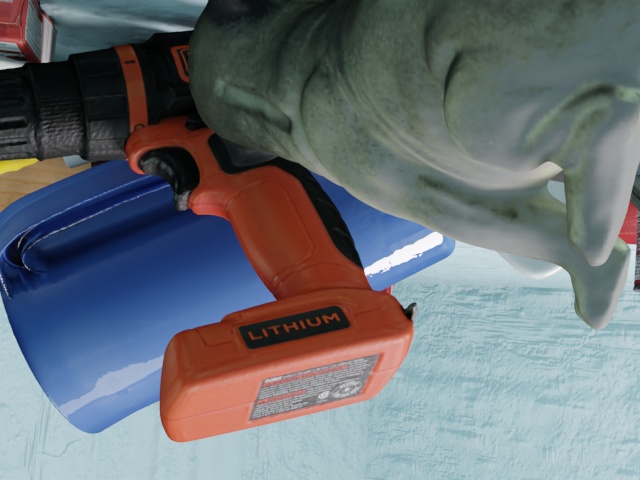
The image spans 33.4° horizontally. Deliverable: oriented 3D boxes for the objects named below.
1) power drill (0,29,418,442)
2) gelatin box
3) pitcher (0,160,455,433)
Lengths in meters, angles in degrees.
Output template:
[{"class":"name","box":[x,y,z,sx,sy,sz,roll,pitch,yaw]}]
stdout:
[{"class":"power drill","box":[-0.054,-0.012,0.457,0.184,0.188,0.057,-10,148,-19]},{"class":"gelatin box","box":[-0.164,-0.099,0.488,0.073,0.030,0.089,6,176,-5]},{"class":"pitcher","box":[-0.054,0.001,0.605,0.243,0.145,0.149,-24,-170,5]}]
